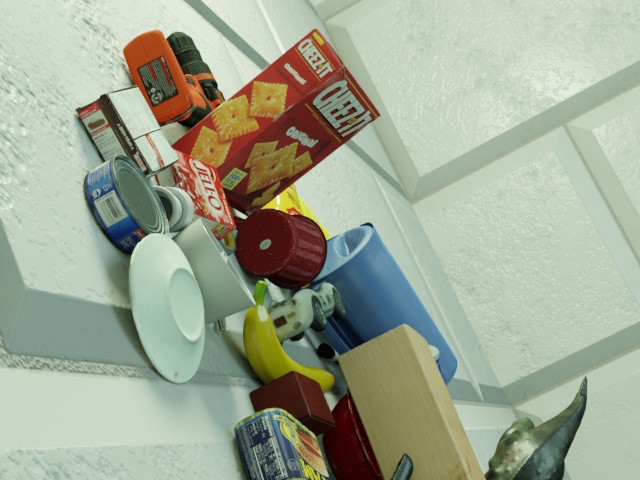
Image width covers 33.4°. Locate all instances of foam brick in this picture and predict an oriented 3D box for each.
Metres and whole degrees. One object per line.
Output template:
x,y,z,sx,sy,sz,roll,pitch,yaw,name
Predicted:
-0.027,0.170,1.070,0.051,0.053,0.078,67,11,24,foam brick

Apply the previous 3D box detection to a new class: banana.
-0.037,0.124,1.116,0.037,0.069,0.197,28,-21,38,banana

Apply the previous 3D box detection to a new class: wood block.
0.105,0.210,1.179,0.090,0.091,0.206,40,25,-61,wood block

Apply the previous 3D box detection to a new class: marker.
0.023,0.155,1.411,0.020,0.020,0.121,67,12,23,marker

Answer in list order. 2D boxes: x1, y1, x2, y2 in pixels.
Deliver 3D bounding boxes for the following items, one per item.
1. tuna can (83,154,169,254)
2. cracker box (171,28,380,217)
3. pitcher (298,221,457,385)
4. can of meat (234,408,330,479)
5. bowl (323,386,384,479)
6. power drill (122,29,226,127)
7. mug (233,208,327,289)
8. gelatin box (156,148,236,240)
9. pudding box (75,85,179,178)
-0.172,-0.031,0.946,0.086,0.034,0.086,58,12,-20,tuna can
-0.047,-0.129,1.254,0.072,0.214,0.164,55,7,21,cracker box
0.075,0.111,1.435,0.242,0.149,0.145,54,-9,-16,pitcher
-0.030,0.208,0.960,0.102,0.057,0.084,50,14,-49,can of meat
0.048,0.246,1.217,0.162,0.055,0.162,58,12,-20,bowl
-0.167,-0.189,1.280,0.184,0.057,0.187,64,12,12,power drill
-0.058,0.002,1.270,0.117,0.093,0.081,33,5,24,mug
-0.133,-0.050,1.124,0.073,0.030,0.089,22,39,-47,gelatin box
-0.186,-0.102,1.042,0.090,0.039,0.113,60,10,-7,pudding box
